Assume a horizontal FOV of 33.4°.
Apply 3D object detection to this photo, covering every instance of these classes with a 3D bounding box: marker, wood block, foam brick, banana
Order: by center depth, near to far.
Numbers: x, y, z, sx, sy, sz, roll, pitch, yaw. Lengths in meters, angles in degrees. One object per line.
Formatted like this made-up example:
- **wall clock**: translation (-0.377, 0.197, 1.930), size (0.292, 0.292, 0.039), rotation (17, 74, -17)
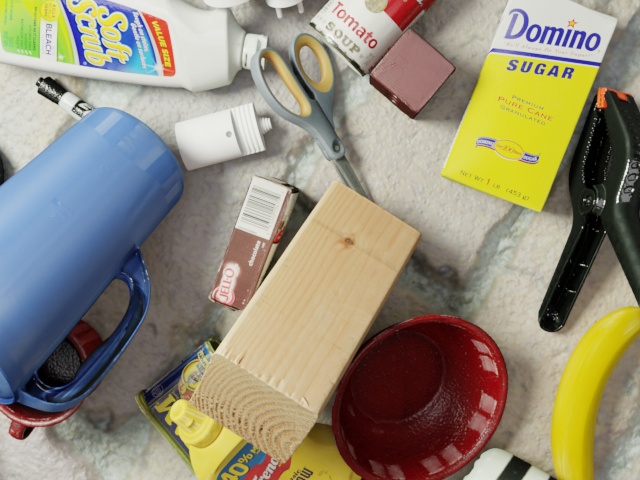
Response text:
- **wood block**: translation (-0.008, 0.061, 0.858), size (0.091, 0.090, 0.205), rotation (32, 50, 2)
- **foam brick**: translation (0.077, -0.140, 0.906), size (0.053, 0.078, 0.051), rotation (41, 94, 1)
- **banana**: translation (0.240, 0.136, 0.929), size (0.069, 0.037, 0.198), rotation (24, 95, 3)
- **marker**: translation (-0.204, -0.109, 0.958), size (0.121, 0.020, 0.020), rotation (35, 95, 2)

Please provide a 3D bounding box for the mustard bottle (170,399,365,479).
- **mustard bottle**: translation (-0.051, 0.176, 0.892), size (0.096, 0.058, 0.191), rotation (-47, 129, 9)

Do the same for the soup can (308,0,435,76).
- **soup can**: translation (0.048, -0.199, 0.910), size (0.068, 0.068, 0.102), rotation (44, 96, 1)

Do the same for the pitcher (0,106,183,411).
- **pitcher**: translation (-0.214, 0.011, 0.867), size (0.145, 0.149, 0.242), rotation (12, 51, 38)

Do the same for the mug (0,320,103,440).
- **mug**: translation (-0.242, 0.121, 0.943), size (0.093, 0.081, 0.117), rotation (22, 94, 3)

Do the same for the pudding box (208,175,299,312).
- **pudding box**: translation (-0.056, 0.001, 0.918), size (0.039, 0.090, 0.113), rotation (22, 94, 1)

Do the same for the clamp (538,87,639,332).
- **clamp**: translation (0.233, -0.022, 0.894), size (0.036, 0.165, 0.210), rotation (11, 71, -19)

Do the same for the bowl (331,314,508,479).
- **bowl**: translation (0.077, 0.129, 0.914), size (0.162, 0.055, 0.162), rotation (-7, 111, -18)

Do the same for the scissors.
- **scissors**: translation (0.014, -0.099, 0.937), size (0.201, 0.016, 0.096), rotation (47, 52, -24)

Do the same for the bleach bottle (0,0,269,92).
- **bleach bottle**: translation (-0.169, -0.188, 0.925), size (0.251, 0.068, 0.103), rotation (8, 113, 2)

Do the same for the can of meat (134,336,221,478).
- **can of meat**: translation (-0.098, 0.149, 0.947), size (0.084, 0.057, 0.102), rotation (-39, 90, 2)

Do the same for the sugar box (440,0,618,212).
- **sugar box**: translation (0.177, -0.121, 0.915), size (0.093, 0.048, 0.176), rotation (21, 96, 3)
